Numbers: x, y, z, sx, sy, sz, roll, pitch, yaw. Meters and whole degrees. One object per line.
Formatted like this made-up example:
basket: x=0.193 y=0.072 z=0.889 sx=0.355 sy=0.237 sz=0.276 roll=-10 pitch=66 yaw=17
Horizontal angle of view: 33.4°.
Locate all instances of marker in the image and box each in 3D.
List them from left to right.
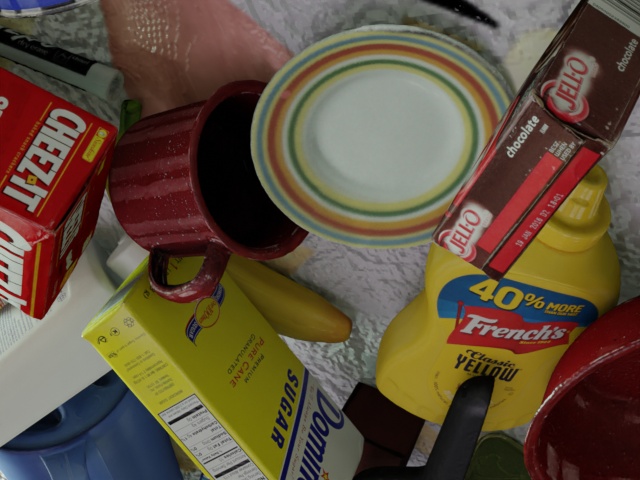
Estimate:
marker: x=-0.171 y=-0.110 z=0.621 sx=0.121 sy=0.020 sz=0.020 roll=23 pitch=140 yaw=13

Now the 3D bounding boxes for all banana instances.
banana: x=-0.067 y=0.004 z=0.654 sx=0.197 sy=0.037 sz=0.070 roll=45 pitch=141 yaw=-13

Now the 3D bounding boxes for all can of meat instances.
can of meat: x=0.122 y=0.183 z=0.695 sx=0.102 sy=0.057 sz=0.084 roll=34 pitch=143 yaw=1

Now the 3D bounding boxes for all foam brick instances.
foam brick: x=0.030 y=0.145 z=0.706 sx=0.051 sy=0.053 sz=0.078 roll=24 pitch=124 yaw=10

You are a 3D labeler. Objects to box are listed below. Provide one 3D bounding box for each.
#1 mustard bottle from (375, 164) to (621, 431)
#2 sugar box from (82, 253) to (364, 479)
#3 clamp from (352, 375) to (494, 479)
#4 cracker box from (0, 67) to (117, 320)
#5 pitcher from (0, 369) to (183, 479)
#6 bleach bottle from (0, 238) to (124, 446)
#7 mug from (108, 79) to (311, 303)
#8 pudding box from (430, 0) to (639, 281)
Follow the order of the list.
mustard bottle: x=0.098 y=0.028 z=0.547 sx=0.096 sy=0.058 sz=0.192 roll=15 pitch=139 yaw=-5
sugar box: x=-0.050 y=0.087 z=0.617 sx=0.048 sy=0.093 sz=0.176 roll=-35 pitch=102 yaw=31
clamp: x=0.072 y=0.152 z=0.620 sx=0.210 sy=0.036 sz=0.164 roll=-22 pitch=118 yaw=39
cracker box: x=-0.221 y=-0.050 z=0.546 sx=0.213 sy=0.072 sz=0.164 roll=28 pitch=157 yaw=-6
pitcher: x=-0.174 y=0.179 z=0.828 sx=0.145 sy=0.149 sz=0.243 roll=13 pitch=140 yaw=24
bleach bottle: x=-0.231 y=0.105 z=0.699 sx=0.068 sy=0.251 sz=0.103 roll=54 pitch=178 yaw=-26
mug: x=-0.061 y=-0.022 z=0.568 sx=0.082 sy=0.117 sz=0.093 roll=-6 pitch=155 yaw=44
pudding box: x=0.095 y=-0.050 z=0.427 sx=0.039 sy=0.113 sz=0.090 roll=35 pitch=141 yaw=4
